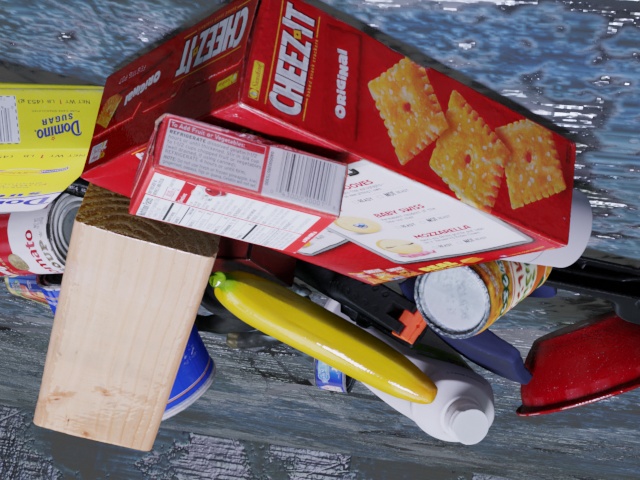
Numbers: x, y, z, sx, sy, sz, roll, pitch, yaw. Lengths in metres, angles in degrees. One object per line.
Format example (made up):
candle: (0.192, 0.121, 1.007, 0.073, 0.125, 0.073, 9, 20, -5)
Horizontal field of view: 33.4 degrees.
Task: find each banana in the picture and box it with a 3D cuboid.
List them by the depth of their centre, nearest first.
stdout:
banana: (-0.004, 0.070, 0.795, 0.197, 0.037, 0.070, 28, -171, -17)

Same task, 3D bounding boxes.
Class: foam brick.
foam brick: (-0.055, 0.001, 0.808, 0.053, 0.051, 0.078, 1, 163, 23)

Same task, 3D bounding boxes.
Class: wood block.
wood block: (-0.133, 0.044, 0.745, 0.090, 0.090, 0.206, 16, 130, -8)

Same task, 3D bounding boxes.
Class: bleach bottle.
bleach bottle: (0.075, 0.110, 0.906, 0.102, 0.068, 0.251, 13, -171, -16)

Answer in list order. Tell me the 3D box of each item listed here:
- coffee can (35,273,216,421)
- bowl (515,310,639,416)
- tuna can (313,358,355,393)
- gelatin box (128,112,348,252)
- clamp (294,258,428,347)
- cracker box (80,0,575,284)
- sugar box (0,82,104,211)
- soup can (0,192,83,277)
coffee can: (-0.161, 0.071, 0.895, 0.103, 0.102, 0.140, -4, 118, 38)
bowl: (0.232, 0.095, 0.896, 0.162, 0.055, 0.162, -20, 175, -2)
tuna can: (0.019, 0.110, 1.083, 0.034, 0.086, 0.086, 7, 164, 12)
gelatin box: (-0.040, -0.025, 0.498, 0.089, 0.030, 0.073, 15, 163, -13)
clamp: (0.025, 0.041, 0.827, 0.120, 0.039, 0.172, 30, 172, -18)
cracker box: (0.006, -0.045, 0.579, 0.213, 0.072, 0.164, 21, 159, -33)
sugar box: (-0.202, -0.053, 0.677, 0.093, 0.048, 0.176, -3, 169, -27)
soup can: (-0.221, -0.006, 0.847, 0.102, 0.068, 0.068, -4, 160, 37)
